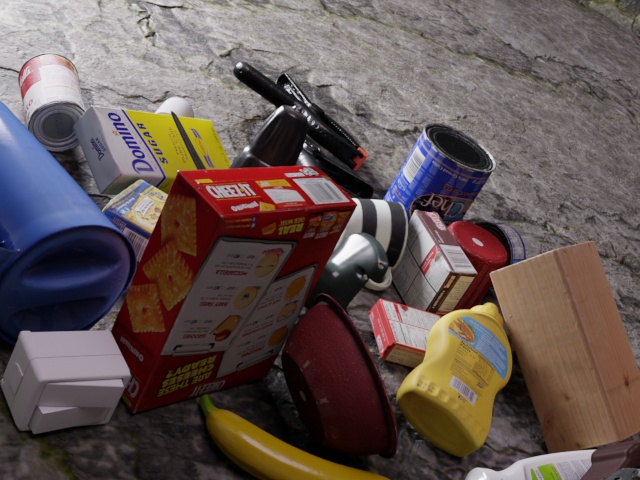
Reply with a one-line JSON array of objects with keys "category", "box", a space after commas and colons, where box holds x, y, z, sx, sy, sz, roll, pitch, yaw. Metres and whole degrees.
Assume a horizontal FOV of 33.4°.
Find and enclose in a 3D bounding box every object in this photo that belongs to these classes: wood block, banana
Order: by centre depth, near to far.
[{"category": "banana", "box": [-0.021, 0.191, 0.927, 0.198, 0.037, 0.069, 28, 30, -3]}, {"category": "wood block", "box": [0.272, 0.114, 1.148, 0.090, 0.090, 0.206, -8, 78, -48]}]

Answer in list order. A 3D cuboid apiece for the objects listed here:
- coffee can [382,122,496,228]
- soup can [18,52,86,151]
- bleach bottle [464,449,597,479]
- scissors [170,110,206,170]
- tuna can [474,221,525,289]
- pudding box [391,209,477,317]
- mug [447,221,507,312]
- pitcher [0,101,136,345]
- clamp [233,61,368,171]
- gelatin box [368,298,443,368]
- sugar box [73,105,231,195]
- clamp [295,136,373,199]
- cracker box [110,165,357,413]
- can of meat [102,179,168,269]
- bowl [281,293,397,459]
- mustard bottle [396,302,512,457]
[{"category": "coffee can", "box": [0.144, -0.063, 1.356, 0.102, 0.140, 0.103, 21, 30, -13]}, {"category": "soup can", "box": [-0.297, -0.154, 1.191, 0.068, 0.069, 0.102, 10, 35, -30]}, {"category": "bleach bottle", "box": [0.223, 0.246, 1.029, 0.250, 0.068, 0.102, 8, 40, -30]}, {"category": "scissors", "box": [-0.101, -0.049, 1.122, 0.096, 0.016, 0.202, -37, 111, -61]}, {"category": "tuna can", "box": [0.216, 0.019, 1.348, 0.033, 0.086, 0.086, 1, 40, -43]}, {"category": "pudding box", "box": [0.125, 0.033, 1.243, 0.039, 0.090, 0.113, 8, 36, -30]}, {"category": "mug", "box": [0.174, 0.025, 1.306, 0.093, 0.082, 0.117, 24, 30, -9]}, {"category": "pitcher", "box": [-0.284, -0.031, 0.950, 0.144, 0.149, 0.243, -25, 52, -27]}, {"category": "clamp", "box": [-0.023, -0.174, 1.467, 0.210, 0.036, 0.164, 45, 17, 20]}, {"category": "gelatin box", "box": [0.101, 0.107, 1.170, 0.089, 0.030, 0.073, 16, 33, -23]}, {"category": "sugar box", "box": [-0.180, -0.095, 1.186, 0.175, 0.048, 0.093, 2, 56, -52]}, {"category": "clamp", "box": [-0.020, -0.104, 1.377, 0.172, 0.039, 0.120, 37, 14, 23]}, {"category": "cracker box", "box": [-0.083, 0.038, 0.931, 0.163, 0.214, 0.072, -8, 44, -47]}, {"category": "can of meat", "box": [-0.173, -0.011, 1.088, 0.084, 0.057, 0.102, 30, 29, 6]}, {"category": "bowl", "box": [0.008, 0.132, 0.964, 0.055, 0.162, 0.162, -22, 50, -16]}, {"category": "mustard bottle", "box": [0.151, 0.128, 1.109, 0.096, 0.058, 0.191, 40, 43, -4]}]
